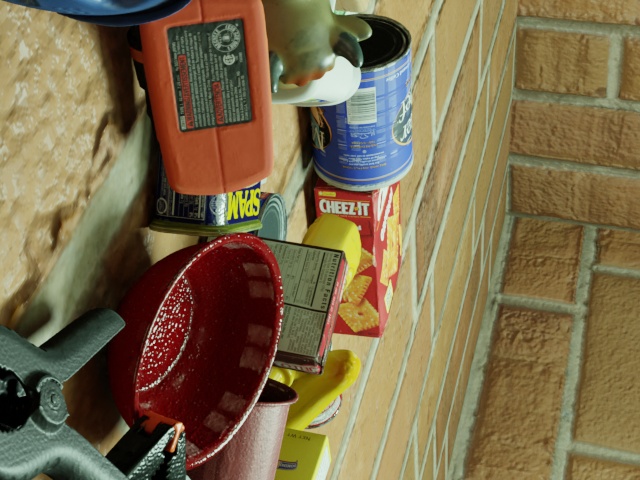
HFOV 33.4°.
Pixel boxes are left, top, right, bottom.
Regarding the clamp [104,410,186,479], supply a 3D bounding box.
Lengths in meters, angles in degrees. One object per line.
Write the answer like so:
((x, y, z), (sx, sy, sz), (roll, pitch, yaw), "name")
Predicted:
((-0.130, 0.199, 0.599), (0.164, 0.036, 0.210), (24, 80, -57), "clamp")

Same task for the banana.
((-0.007, 0.140, 0.952), (0.198, 0.037, 0.069), (-52, -171, 44), "banana")

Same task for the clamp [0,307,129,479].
((-0.139, 0.092, 0.525), (0.171, 0.039, 0.120), (5, 62, -64), "clamp")

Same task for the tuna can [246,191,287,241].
((-0.056, 0.001, 0.886), (0.086, 0.034, 0.086), (9, 90, -76), "tuna can")

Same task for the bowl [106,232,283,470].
((-0.090, 0.066, 0.702), (0.161, 0.055, 0.162), (-38, 137, -48), "bowl")

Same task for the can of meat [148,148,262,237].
((-0.075, -0.049, 0.738), (0.102, 0.057, 0.084), (-18, 113, -74), "can of meat")

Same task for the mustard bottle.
((-0.019, 0.066, 0.950), (0.191, 0.058, 0.096), (-62, 172, -46), "mustard bottle")

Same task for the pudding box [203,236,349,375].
((-0.042, 0.045, 0.801), (0.039, 0.113, 0.090), (78, 25, -64), "pudding box")

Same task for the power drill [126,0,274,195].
((-0.072, -0.097, 0.569), (0.188, 0.057, 0.184), (-120, -159, -57), "power drill")

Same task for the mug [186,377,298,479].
((-0.074, 0.145, 0.816), (0.117, 0.093, 0.081), (-155, -104, -67), "mug")

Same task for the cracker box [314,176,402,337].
((0.049, -0.023, 1.193), (0.164, 0.072, 0.214), (-73, 164, -46), "cracker box")

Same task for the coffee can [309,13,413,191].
((0.039, -0.134, 1.041), (0.102, 0.103, 0.140), (-67, 159, -45), "coffee can")
